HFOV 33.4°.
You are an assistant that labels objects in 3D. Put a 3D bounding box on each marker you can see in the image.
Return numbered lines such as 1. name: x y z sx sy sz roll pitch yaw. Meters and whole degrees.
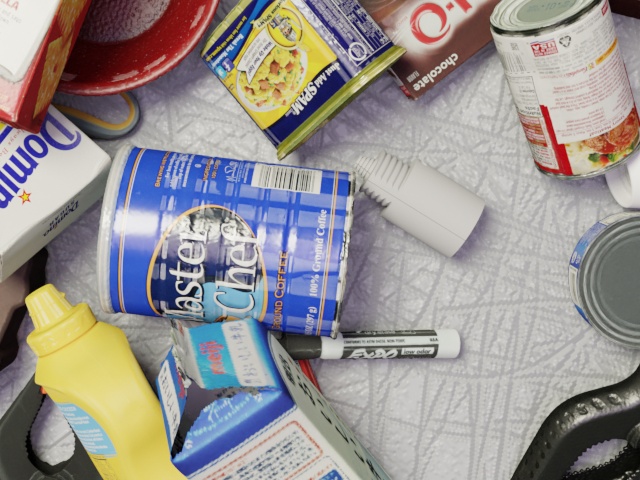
1. marker: 0.029 0.066 0.674 0.121 0.020 0.020 1 97 -17

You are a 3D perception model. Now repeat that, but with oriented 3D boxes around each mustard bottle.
1. mustard bottle: -0.119 0.111 0.641 0.058 0.096 0.191 -35 103 -23

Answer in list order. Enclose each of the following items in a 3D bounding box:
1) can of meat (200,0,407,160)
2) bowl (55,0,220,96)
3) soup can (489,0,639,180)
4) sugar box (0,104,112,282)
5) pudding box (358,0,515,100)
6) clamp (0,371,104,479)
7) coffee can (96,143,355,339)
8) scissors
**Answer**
1. can of meat: -0.014 -0.111 0.635 0.084 0.057 0.102 50 133 -3
2. bowl: -0.135 -0.167 0.644 0.162 0.055 0.162 0 94 0
3. soup can: 0.145 -0.096 0.628 0.068 0.068 0.102 -24 120 3
4. sugar box: -0.216 -0.068 0.623 0.176 0.048 0.093 39 60 7
5. pudding box: 0.073 -0.155 0.654 0.113 0.039 0.090 -38 96 5
6. clamp: -0.183 0.166 0.693 0.120 0.039 0.171 -10 92 -14
7. coffee can: -0.054 0.001 0.642 0.140 0.103 0.103 7 97 -1
8. scissors: -0.216 -0.079 0.677 0.201 0.016 0.096 8 95 -1
